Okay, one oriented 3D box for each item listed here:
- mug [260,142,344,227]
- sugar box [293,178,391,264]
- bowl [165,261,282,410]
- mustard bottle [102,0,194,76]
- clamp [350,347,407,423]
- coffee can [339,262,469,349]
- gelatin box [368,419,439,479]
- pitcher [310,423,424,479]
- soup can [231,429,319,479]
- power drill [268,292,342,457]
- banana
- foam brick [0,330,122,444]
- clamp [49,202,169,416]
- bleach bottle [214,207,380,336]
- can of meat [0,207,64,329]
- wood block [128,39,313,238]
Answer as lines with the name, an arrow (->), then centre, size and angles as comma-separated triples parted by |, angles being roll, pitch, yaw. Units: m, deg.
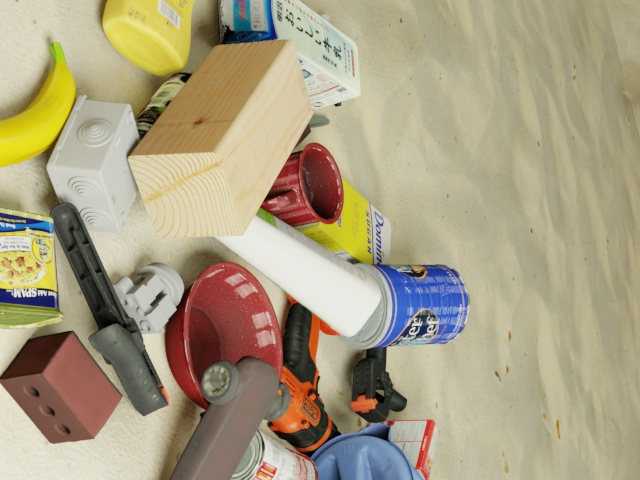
mug -> -0.036, -0.052, 1.188 | 0.117, 0.082, 0.093 | -40, 114, -57
sugar box -> 0.030, -0.017, 1.324 | 0.176, 0.048, 0.093 | 36, 50, -48
bowl -> -0.103, 0.104, 1.048 | 0.161, 0.055, 0.162 | 27, 57, -53
mustard bottle -> -0.162, -0.268, 1.074 | 0.096, 0.058, 0.191 | 37, 50, -46
clamp -> 0.073, 0.184, 1.317 | 0.120, 0.039, 0.171 | 66, 22, -13
coffee can -> 0.098, 0.079, 1.309 | 0.140, 0.103, 0.103 | 2, 78, -40
gelatin box -> 0.094, 0.255, 1.293 | 0.030, 0.089, 0.073 | 62, 34, -35
pitcher -> 0.074, 0.325, 1.190 | 0.145, 0.149, 0.242 | 59, 4, 39
soup can -> -0.056, 0.231, 1.071 | 0.102, 0.069, 0.068 | 41, 47, -46
power drill -> -0.005, 0.144, 1.197 | 0.184, 0.057, 0.187 | 53, 37, -42
banana -> -0.255, -0.098, 0.887 | 0.069, 0.037, 0.197 | 47, 36, -10
foam brick -> -0.210, 0.120, 0.866 | 0.078, 0.053, 0.051 | 59, 35, -28
clamp -> -0.168, 0.088, 0.897 | 0.165, 0.036, 0.210 | -121, -169, -50
bleach bottle -> -0.057, 0.001, 1.095 | 0.250, 0.068, 0.102 | 35, 4, -16
can of meat -> -0.250, 0.022, 0.828 | 0.101, 0.058, 0.084 | 13, 67, -58
wood block -> -0.087, -0.100, 1.001 | 0.205, 0.091, 0.090 | -64, 146, -48
